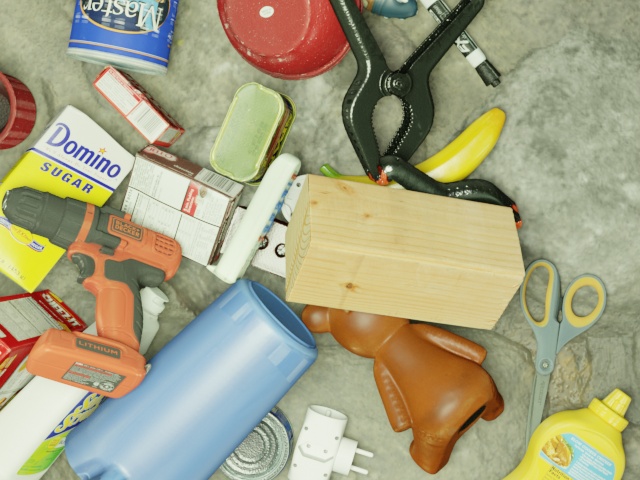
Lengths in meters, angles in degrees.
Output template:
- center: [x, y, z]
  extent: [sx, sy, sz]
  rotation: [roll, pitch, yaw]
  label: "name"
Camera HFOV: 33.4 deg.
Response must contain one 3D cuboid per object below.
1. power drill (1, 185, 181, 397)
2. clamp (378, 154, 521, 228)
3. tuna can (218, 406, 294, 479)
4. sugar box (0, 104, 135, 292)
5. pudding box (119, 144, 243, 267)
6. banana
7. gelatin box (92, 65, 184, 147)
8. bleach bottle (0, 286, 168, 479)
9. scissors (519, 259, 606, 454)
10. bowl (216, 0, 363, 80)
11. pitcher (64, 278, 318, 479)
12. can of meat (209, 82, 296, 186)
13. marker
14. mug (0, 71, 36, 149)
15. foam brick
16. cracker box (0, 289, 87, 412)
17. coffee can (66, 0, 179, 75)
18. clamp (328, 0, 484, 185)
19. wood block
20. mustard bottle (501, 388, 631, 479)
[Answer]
- center: [-0.223, 0.044, 1.006]
  extent: [0.184, 0.187, 0.057]
  rotation: [20, 138, -23]
  label: "power drill"
- center: [0.119, -0.038, 1.055]
  extent: [0.171, 0.120, 0.039]
  rotation: [-3, 55, -9]
  label: "clamp"
- center: [-0.072, 0.212, 1.119]
  extent: [0.086, 0.033, 0.086]
  rotation: [0, 93, 5]
  label: "tuna can"
- center: [-0.275, -0.043, 1.080]
  extent: [0.093, 0.048, 0.176]
  rotation: [41, 76, -20]
  label: "sugar box"
- center: [-0.147, -0.035, 1.100]
  extent: [0.113, 0.039, 0.090]
  rotation: [25, 118, 6]
  label: "pudding box"
- center: [0.101, -0.074, 1.088]
  extent: [0.198, 0.037, 0.069]
  rotation: [-17, 93, 6]
  label: "banana"
- center: [-0.186, -0.137, 1.095]
  extent: [0.030, 0.073, 0.089]
  rotation: [-45, 87, 5]
  label: "gelatin box"
- center: [-0.252, 0.145, 1.099]
  extent: [0.068, 0.102, 0.251]
  rotation: [43, 96, 16]
  label: "bleach bottle"
- center: [0.249, 0.118, 1.093]
  extent: [0.096, 0.016, 0.202]
  rotation: [-6, 92, 6]
  label: "scissors"
- center: [-0.042, -0.233, 1.056]
  extent: [0.162, 0.055, 0.162]
  rotation: [9, 114, 20]
  label: "bowl"
- center: [-0.119, 0.154, 1.041]
  extent: [0.243, 0.149, 0.144]
  rotation: [-45, 130, 7]
  label: "pitcher"
- center: [-0.068, -0.108, 1.079]
  extent: [0.057, 0.084, 0.102]
  rotation: [23, 94, 4]
  label: "can of meat"
- center: [0.143, -0.205, 1.087]
  extent: [0.020, 0.020, 0.121]
  rotation: [-38, 89, 6]
  label: "marker"
- center: [-0.357, -0.141, 1.106]
  extent: [0.117, 0.081, 0.093]
  rotation: [25, 95, 4]
  label: "mug"
- center: [-0.057, 0.001, 1.099]
  extent: [0.078, 0.051, 0.053]
  rotation: [21, 94, 4]
  label: "foam brick"
- center: [-0.340, 0.130, 1.051]
  extent: [0.072, 0.213, 0.164]
  rotation: [45, 95, 4]
  label: "cracker box"
- center: [-0.193, -0.245, 1.075]
  extent: [0.103, 0.102, 0.140]
  rotation: [11, 93, 5]
  label: "coffee can"
- center: [0.062, -0.161, 1.039]
  extent: [0.164, 0.036, 0.210]
  rotation: [11, 100, -17]
  label: "clamp"
- center: [0.077, 0.013, 1.015]
  extent: [0.206, 0.090, 0.091]
  rotation: [9, 138, -12]
  label: "wood block"
- center: [0.249, 0.230, 1.076]
  extent: [0.096, 0.058, 0.192]
  rotation: [35, 95, -3]
  label: "mustard bottle"
